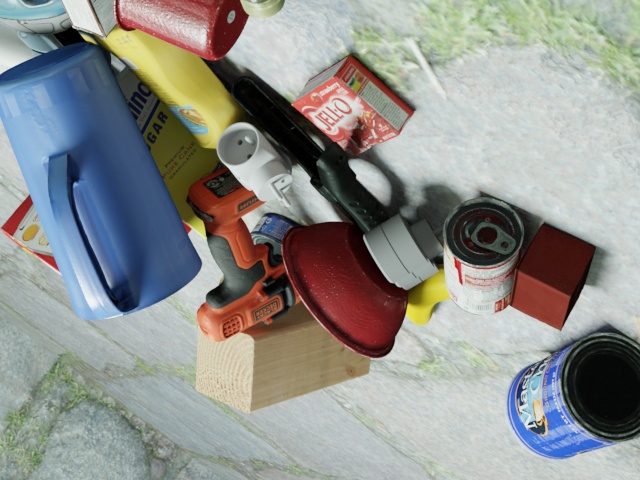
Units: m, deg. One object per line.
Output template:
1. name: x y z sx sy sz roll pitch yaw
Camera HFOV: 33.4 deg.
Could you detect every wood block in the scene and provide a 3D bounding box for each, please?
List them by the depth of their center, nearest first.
1. wood block: -0.038 0.125 1.250 0.091 0.090 0.205 15 -164 40

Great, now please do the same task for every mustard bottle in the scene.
1. mustard bottle: -0.125 -0.143 1.003 0.191 0.058 0.096 47 165 -31

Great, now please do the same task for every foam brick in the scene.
1. foam brick: 0.200 0.032 0.923 0.051 0.053 0.078 27 159 18

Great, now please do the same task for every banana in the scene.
1. banana: 0.122 0.057 1.106 0.069 0.037 0.198 39 158 -10

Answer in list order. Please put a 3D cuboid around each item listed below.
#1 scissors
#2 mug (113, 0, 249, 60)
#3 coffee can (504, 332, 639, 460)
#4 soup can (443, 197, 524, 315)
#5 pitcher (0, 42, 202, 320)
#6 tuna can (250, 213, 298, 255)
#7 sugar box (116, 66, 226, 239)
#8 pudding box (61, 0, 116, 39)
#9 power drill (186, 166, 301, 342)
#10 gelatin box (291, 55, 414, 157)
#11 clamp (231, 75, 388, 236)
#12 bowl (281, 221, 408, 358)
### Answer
1. scissors: -0.287 -0.222 1.107 0.202 0.096 0.016 58 -160 8
2. mug: -0.099 -0.201 0.823 0.081 0.093 0.117 25 126 10
3. coffee can: 0.252 0.155 1.039 0.103 0.102 0.140 34 159 0
4. soup can: 0.144 0.017 0.947 0.069 0.068 0.102 26 158 20
5. pitcher: -0.213 -0.052 0.996 0.149 0.144 0.243 9 125 52
6. tuna can: -0.041 0.007 1.240 0.086 0.033 0.086 29 158 12
7. sugar box: -0.157 -0.093 1.104 0.176 0.093 0.048 40 178 -20
8. pudding box: -0.174 -0.230 0.847 0.039 0.090 0.113 25 158 19
9. power drill: -0.057 0.001 1.119 0.057 0.184 0.187 36 146 43
10. gelatin box: 0.025 -0.111 0.897 0.073 0.030 0.089 40 158 -15
11. clamp: 0.014 -0.055 0.977 0.209 0.036 0.165 47 177 -39
12. bowl: 0.037 0.036 1.063 0.055 0.162 0.162 -39 111 24
